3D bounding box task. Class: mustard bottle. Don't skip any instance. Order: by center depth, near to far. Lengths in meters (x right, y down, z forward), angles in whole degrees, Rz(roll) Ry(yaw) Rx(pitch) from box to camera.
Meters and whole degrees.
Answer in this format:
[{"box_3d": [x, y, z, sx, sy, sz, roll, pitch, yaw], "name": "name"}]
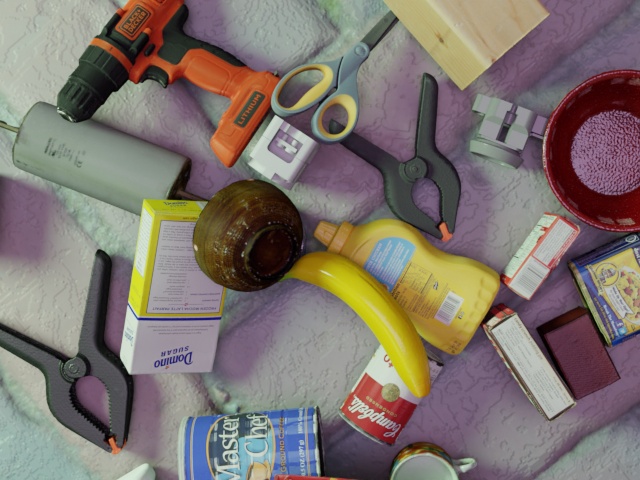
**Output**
[{"box_3d": [0.080, 0.033, 1.095, 0.191, 0.058, 0.096, 28, 109, 1], "name": "mustard bottle"}]

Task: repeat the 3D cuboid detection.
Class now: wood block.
[{"box_3d": [0.115, -0.262, 1.054, 0.090, 0.091, 0.206, -41, 91, -11], "name": "wood block"}]

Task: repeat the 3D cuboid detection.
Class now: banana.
[{"box_3d": [0.045, 0.070, 1.057, 0.198, 0.037, 0.070, 40, 130, 15], "name": "banana"}]

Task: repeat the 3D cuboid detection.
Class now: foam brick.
[{"box_3d": [0.264, 0.115, 1.094, 0.051, 0.053, 0.078, -27, 92, 4], "name": "foam brick"}]

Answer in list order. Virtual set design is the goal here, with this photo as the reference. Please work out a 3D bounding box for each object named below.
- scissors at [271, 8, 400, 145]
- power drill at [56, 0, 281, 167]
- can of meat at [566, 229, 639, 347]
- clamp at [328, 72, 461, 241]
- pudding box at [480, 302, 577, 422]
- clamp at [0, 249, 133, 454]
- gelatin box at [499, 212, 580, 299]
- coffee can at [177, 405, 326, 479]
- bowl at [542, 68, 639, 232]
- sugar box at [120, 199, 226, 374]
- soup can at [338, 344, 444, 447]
[{"box_3d": [0.044, -0.169, 1.075, 0.201, 0.016, 0.096, -32, 85, -15], "name": "scissors"}, {"box_3d": [-0.147, -0.156, 1.077, 0.187, 0.057, 0.184, 34, 74, -2], "name": "power drill"}, {"box_3d": [0.309, 0.049, 1.086, 0.084, 0.057, 0.102, -25, 91, 6], "name": "can of meat"}, {"box_3d": [0.101, -0.084, 1.099, 0.120, 0.039, 0.171, -34, 97, 9], "name": "clamp"}, {"box_3d": [0.206, 0.121, 1.078, 0.039, 0.090, 0.113, -35, 91, 3], "name": "pudding box"}, {"box_3d": [-0.268, 0.132, 1.130, 0.164, 0.036, 0.210, -19, 92, 3], "name": "clamp"}, {"box_3d": [0.221, 0.015, 1.080, 0.030, 0.073, 0.089, 36, 93, -1], "name": "gelatin box"}, {"box_3d": [-0.067, 0.226, 1.092, 0.140, 0.103, 0.103, -5, 93, 3], "name": "coffee can"}, {"box_3d": [0.302, -0.089, 1.079, 0.162, 0.055, 0.162, 0, 93, 3], "name": "bowl"}, {"box_3d": [-0.143, 0.048, 1.078, 0.093, 0.048, 0.176, 3, 113, -28], "name": "sugar box"}, {"box_3d": [0.073, 0.151, 1.099, 0.068, 0.068, 0.102, 32, 93, 1], "name": "soup can"}]
